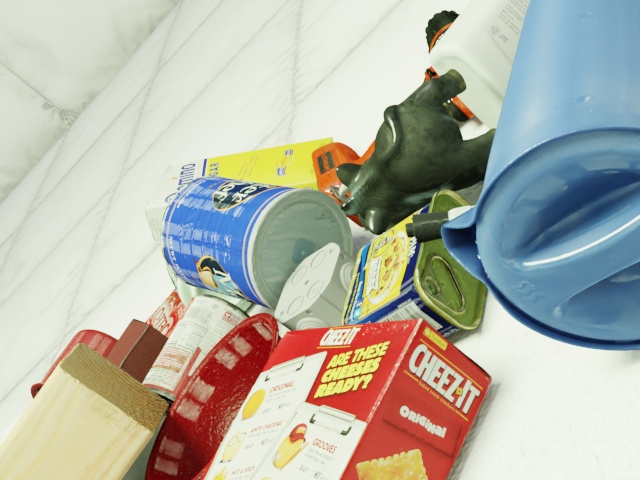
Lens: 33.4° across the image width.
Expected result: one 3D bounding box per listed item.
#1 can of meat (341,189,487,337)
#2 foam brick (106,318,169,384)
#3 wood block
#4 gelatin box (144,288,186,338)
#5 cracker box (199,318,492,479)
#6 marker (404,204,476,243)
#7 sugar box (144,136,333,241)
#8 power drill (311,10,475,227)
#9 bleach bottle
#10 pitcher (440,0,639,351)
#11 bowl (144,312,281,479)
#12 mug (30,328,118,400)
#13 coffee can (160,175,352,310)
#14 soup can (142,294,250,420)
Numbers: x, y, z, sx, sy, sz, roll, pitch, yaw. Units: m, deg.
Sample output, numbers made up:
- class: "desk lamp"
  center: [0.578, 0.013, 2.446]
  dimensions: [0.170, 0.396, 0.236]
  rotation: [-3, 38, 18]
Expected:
- class: "can of meat"
  center: [0.064, 0.028, 0.718]
  dimensions: [0.084, 0.057, 0.102]
  rotation: [-35, 26, 41]
- class: "foam brick"
  center: [-0.153, 0.117, 0.993]
  dimensions: [0.051, 0.078, 0.053]
  rotation: [-55, 21, -14]
- class: "wood block"
  center: [-0.218, 0.194, 0.832]
  dimensions: [0.206, 0.090, 0.091]
  rotation: [-54, 5, 5]
- class: "gelatin box"
  center: [-0.150, 0.084, 1.108]
  dimensions: [0.073, 0.030, 0.089]
  rotation: [-48, 20, 10]
- class: "cracker box"
  center: [-0.008, 0.156, 0.637]
  dimensions: [0.164, 0.072, 0.213]
  rotation: [-12, 42, 59]
- class: "marker"
  center: [0.112, -0.016, 0.657]
  dimensions: [0.121, 0.020, 0.020]
  rotation: [-10, 34, 12]
- class: "sugar box"
  center: [-0.074, -0.050, 1.027]
  dimensions: [0.176, 0.048, 0.093]
  rotation: [-6, 30, 14]
- class: "power drill"
  center: [0.074, -0.112, 0.925]
  dimensions: [0.188, 0.057, 0.184]
  rotation: [-45, 21, 17]
- class: "bleach bottle"
  center: [0.193, -0.194, 0.783]
  dimensions: [0.250, 0.102, 0.068]
  rotation: [-49, 14, -12]
- class: "pitcher"
  center: [0.169, -0.067, 0.579]
  dimensions: [0.145, 0.149, 0.242]
  rotation: [-54, 11, 40]
- class: "bowl"
  center: [-0.063, 0.135, 0.798]
  dimensions: [0.162, 0.055, 0.162]
  rotation: [-47, 19, 21]
- class: "mug"
  center: [-0.231, 0.148, 1.109]
  dimensions: [0.117, 0.093, 0.081]
  rotation: [6, 49, 30]
- class: "coffee can"
  center: [-0.056, 0.001, 0.901]
  dimensions: [0.141, 0.102, 0.102]
  rotation: [12, 64, 51]
- class: "soup can"
  center: [-0.106, 0.106, 0.927]
  dimensions: [0.069, 0.068, 0.102]
  rotation: [-19, 37, 55]
